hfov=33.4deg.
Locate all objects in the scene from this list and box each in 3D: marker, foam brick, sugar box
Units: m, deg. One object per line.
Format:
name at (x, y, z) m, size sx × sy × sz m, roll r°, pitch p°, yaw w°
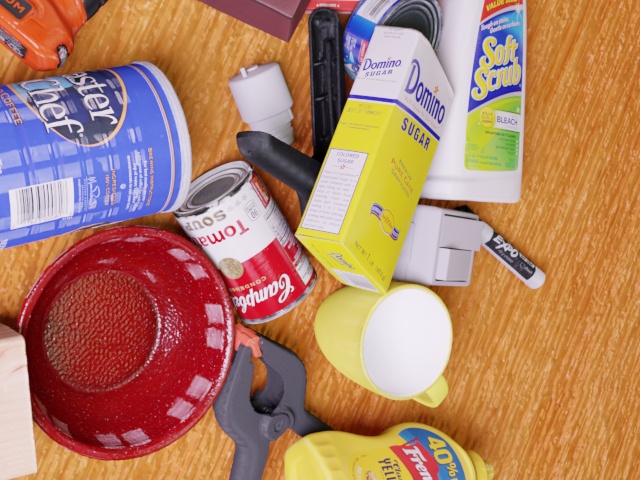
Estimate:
marker at (0.159, 0.006, 0.954) m, size 0.121 × 0.020 × 0.020 m, roll 38°, pitch 75°, yaw -31°
foam brick at (-0.044, -0.186, 0.759) m, size 0.078 × 0.051 × 0.053 m, roll 26°, pitch 80°, yaw 3°
sugar box at (0.045, -0.059, 0.785) m, size 0.093 × 0.048 × 0.176 m, roll 48°, pitch 60°, yaw -56°

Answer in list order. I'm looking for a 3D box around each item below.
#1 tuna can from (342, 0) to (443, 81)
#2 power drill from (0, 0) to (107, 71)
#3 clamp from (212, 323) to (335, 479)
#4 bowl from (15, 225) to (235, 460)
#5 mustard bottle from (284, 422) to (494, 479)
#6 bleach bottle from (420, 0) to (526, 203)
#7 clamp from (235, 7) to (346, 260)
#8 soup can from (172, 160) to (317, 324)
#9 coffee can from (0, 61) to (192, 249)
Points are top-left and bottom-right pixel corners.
tuna can at (0.056, -0.157, 0.838) m, size 0.086 × 0.034 × 0.086 m, roll -32°, pitch 140°, yaw -32°
power drill at (-0.165, -0.217, 0.681) m, size 0.184 × 0.057 × 0.187 m, roll 41°, pitch 78°, yaw -10°
clamp at (-0.032, 0.135, 0.821) m, size 0.120 × 0.039 × 0.171 m, roll -26°, pitch 126°, yaw -36°
bowl at (-0.142, 0.067, 0.743) m, size 0.161 × 0.055 × 0.162 m, roll -4°, pitch 98°, yaw -33°
mustard bottle at (0.066, 0.193, 0.840) m, size 0.191 × 0.058 × 0.096 m, roll 2°, pitch 58°, yaw -39°
bleach bottle at (0.126, -0.158, 0.888) m, size 0.102 × 0.068 × 0.251 m, roll 1°, pitch 93°, yaw -38°
clamp at (0.007, -0.059, 0.813) m, size 0.210 × 0.036 × 0.164 m, roll 63°, pitch 38°, yaw -43°
soup can at (-0.055, 0.001, 0.783) m, size 0.068 × 0.069 × 0.102 m, roll -41°, pitch 116°, yaw -23°
coffee can at (-0.168, -0.054, 0.683) m, size 0.140 × 0.103 × 0.103 m, roll -15°, pitch 104°, yaw -31°
